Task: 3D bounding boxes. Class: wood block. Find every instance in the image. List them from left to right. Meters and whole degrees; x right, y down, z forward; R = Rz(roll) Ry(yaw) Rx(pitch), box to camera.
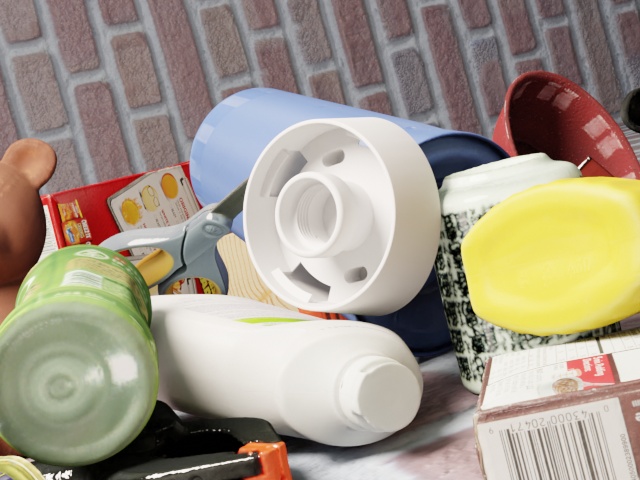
[{"bbox_3d":[-0.002,0.013,1.016,0.091,0.090,0.205,-13,5,32],"label":"wood block"}]

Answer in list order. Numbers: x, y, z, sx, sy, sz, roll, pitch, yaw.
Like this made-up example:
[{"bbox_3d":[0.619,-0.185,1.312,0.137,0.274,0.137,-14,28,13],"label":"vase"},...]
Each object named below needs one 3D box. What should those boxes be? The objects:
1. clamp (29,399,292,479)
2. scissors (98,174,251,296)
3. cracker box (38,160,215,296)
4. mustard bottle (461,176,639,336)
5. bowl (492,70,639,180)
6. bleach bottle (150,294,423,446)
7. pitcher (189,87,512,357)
[{"bbox_3d":[-0.082,0.101,0.463,0.120,0.039,0.172,-25,9,-35],"label":"clamp"},{"bbox_3d":[-0.054,0.001,0.628,0.202,0.016,0.096,-22,-43,32],"label":"scissors"},{"bbox_3d":[-0.173,0.026,0.960,0.072,0.164,0.213,-11,6,31],"label":"cracker box"},{"bbox_3d":[0.159,0.001,0.454,0.191,0.058,0.096,-5,-10,-36],"label":"mustard bottle"},{"bbox_3d":[0.193,-0.057,0.874,0.161,0.162,0.055,-19,-12,-44],"label":"bowl"},{"bbox_3d":[-0.029,0.065,0.541,0.102,0.068,0.251,-1,0,-23],"label":"bleach bottle"},{"bbox_3d":[0.020,-0.029,0.701,0.145,0.149,0.243,-51,35,-7],"label":"pitcher"}]
